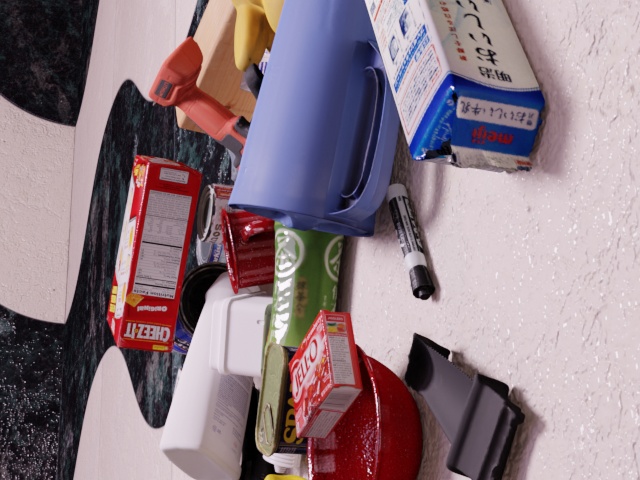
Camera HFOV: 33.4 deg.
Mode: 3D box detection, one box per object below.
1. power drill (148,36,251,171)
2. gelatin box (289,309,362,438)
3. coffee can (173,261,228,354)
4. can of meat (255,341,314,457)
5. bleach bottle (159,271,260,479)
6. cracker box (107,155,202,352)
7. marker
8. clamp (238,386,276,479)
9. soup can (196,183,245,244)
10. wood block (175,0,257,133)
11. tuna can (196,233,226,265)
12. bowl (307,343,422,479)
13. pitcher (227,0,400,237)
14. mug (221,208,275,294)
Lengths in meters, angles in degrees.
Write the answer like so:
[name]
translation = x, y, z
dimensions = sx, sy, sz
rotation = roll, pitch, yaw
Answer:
[power drill]
translation = -0.099, -0.139, 1.199
dimensions = 0.057, 0.187, 0.185
rotation = -49, 6, -26
[gelatin box]
translation = 0.002, 0.112, 0.879
dimensions = 0.089, 0.030, 0.073
rotation = 120, 151, -47
[coffee can]
translation = -0.151, 0.089, 1.367
dimensions = 0.140, 0.102, 0.103
rotation = 152, 122, -66
[can of meat]
translation = -0.009, 0.148, 0.982
dimensions = 0.057, 0.083, 0.102
rotation = -172, 88, -70
[bleach bottle]
translation = -0.108, 0.137, 1.205
dimensions = 0.102, 0.068, 0.250
rotation = 56, -142, -47
[cracker box]
translation = -0.198, 0.011, 1.267
dimensions = 0.164, 0.072, 0.214
rotation = -154, 74, -73
[marker]
translation = 0.075, 0.001, 0.895
dimensions = 0.020, 0.020, 0.121
rotation = 116, 152, -42
[clamp]
translation = -0.072, 0.253, 1.193
dimensions = 0.165, 0.036, 0.210
rotation = 171, 109, -71
[soup can]
translation = -0.083, -0.026, 1.217
dimensions = 0.069, 0.102, 0.068
rotation = -173, 90, -70
[wood block]
translation = -0.109, -0.236, 1.347
dimensions = 0.090, 0.090, 0.206
rotation = -101, 31, -41
[tuna can]
translation = -0.145, -0.002, 1.479
dimensions = 0.086, 0.033, 0.086
rotation = -173, 90, -70
[bowl]
translation = 0.040, 0.166, 0.883
dimensions = 0.162, 0.055, 0.162
rotation = -174, 90, -70
[pitcher]
translation = 0.012, -0.128, 0.952
dimensions = 0.145, 0.149, 0.243
rotation = 27, -105, -77
[mug]
translation = -0.057, 0.001, 1.133
dimensions = 0.117, 0.081, 0.093
rotation = 107, 153, -67
